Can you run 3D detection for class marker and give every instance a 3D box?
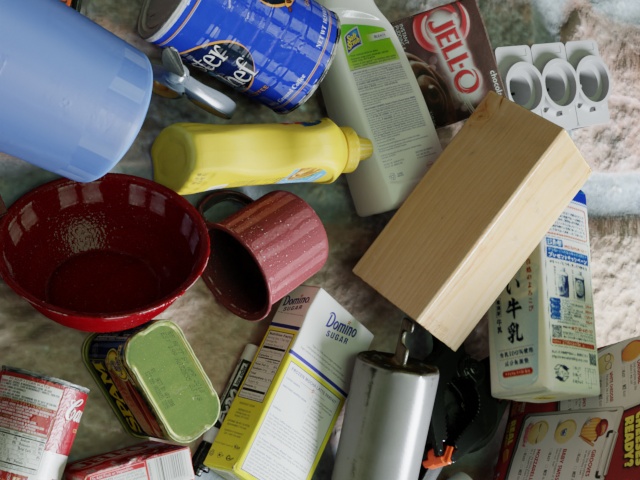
[{"bbox_3d":[-0.080,0.146,0.916,0.020,0.020,0.121,35,68,-25],"label":"marker"}]

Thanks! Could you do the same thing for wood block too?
[{"bbox_3d":[0.137,-0.017,0.961,0.206,0.091,0.090,-53,141,-1],"label":"wood block"}]

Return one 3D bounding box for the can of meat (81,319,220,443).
[{"bbox_3d":[-0.133,0.110,0.847,0.057,0.084,0.102,-35,105,-30],"label":"can of meat"}]

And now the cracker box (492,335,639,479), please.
[{"bbox_3d":[0.268,0.184,1.002,0.072,0.214,0.164,37,52,-22],"label":"cracker box"}]

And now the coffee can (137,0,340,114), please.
[{"bbox_3d":[-0.069,-0.183,0.905,0.140,0.103,0.103,27,72,-28],"label":"coffee can"}]

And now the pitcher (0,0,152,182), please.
[{"bbox_3d":[-0.245,-0.123,0.724,0.242,0.149,0.145,26,49,-34],"label":"pitcher"}]

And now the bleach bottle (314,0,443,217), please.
[{"bbox_3d":[0.047,-0.154,1.002,0.102,0.068,0.251,-18,93,-33],"label":"bleach bottle"}]

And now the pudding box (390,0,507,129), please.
[{"bbox_3d":[0.124,-0.171,1.038,0.090,0.039,0.113,-18,100,12],"label":"pudding box"}]

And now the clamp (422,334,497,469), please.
[{"bbox_3d":[0.129,0.116,1.015,0.164,0.036,0.209,40,52,-12],"label":"clamp"}]

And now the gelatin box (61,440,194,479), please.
[{"bbox_3d":[-0.154,0.181,0.834,0.089,0.073,0.030,-10,90,-32],"label":"gelatin box"}]

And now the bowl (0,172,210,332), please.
[{"bbox_3d":[-0.167,0.018,0.821,0.161,0.162,0.055,-24,142,-32],"label":"bowl"}]

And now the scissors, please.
[{"bbox_3d":[-0.095,-0.120,0.824,0.096,0.202,0.016,23,87,-19],"label":"scissors"}]

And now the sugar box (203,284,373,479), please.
[{"bbox_3d":[-0.024,0.136,0.929,0.093,0.048,0.176,44,60,-40],"label":"sugar box"}]

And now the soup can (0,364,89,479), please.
[{"bbox_3d":[-0.221,0.151,0.797,0.068,0.069,0.102,23,74,-29],"label":"soup can"}]

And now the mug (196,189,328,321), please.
[{"bbox_3d":[-0.056,0.001,0.914,0.117,0.093,0.081,42,53,18],"label":"mug"}]

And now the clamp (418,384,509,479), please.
[{"bbox_3d":[0.120,0.185,1.029,0.171,0.039,0.120,-7,87,-32],"label":"clamp"}]

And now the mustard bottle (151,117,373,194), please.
[{"bbox_3d":[-0.040,-0.074,0.909,0.191,0.096,0.058,-6,87,-29],"label":"mustard bottle"}]
